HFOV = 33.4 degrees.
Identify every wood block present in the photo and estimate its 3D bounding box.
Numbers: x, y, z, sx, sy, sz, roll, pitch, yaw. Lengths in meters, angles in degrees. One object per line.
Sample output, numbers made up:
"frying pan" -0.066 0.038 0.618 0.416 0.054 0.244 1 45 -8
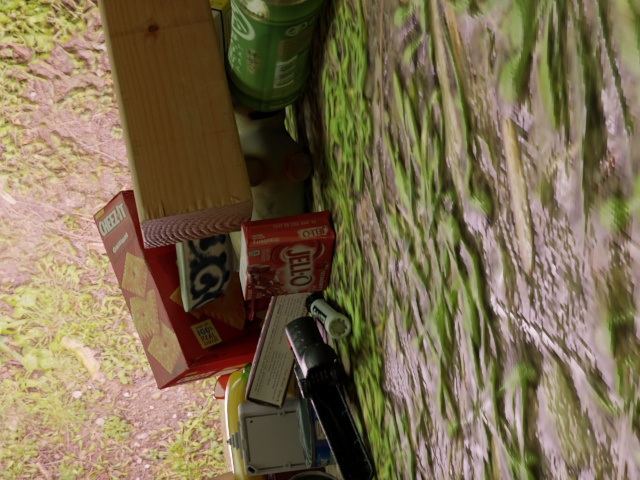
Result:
"wood block" -0.121 -0.109 0.878 0.090 0.090 0.206 114 145 -74

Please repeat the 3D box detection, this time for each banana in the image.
"banana" -0.075 0.216 1.097 0.069 0.037 0.198 -128 32 -81

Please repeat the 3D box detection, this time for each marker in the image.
"marker" 0.005 0.061 0.882 0.121 0.020 0.020 -147 51 -79

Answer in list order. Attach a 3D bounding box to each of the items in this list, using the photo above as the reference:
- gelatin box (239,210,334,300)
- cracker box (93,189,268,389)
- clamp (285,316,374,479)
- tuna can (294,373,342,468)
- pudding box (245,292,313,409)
"gelatin box" -0.028 0.014 0.887 0.089 0.073 0.030 99 162 -58
"cracker box" -0.139 0.045 1.196 0.072 0.163 0.214 -35 71 39
"clamp" -0.002 0.101 0.836 0.171 0.039 0.120 -123 20 -59
"tuna can" 0.000 0.154 0.932 0.086 0.033 0.086 173 90 -81
"pudding box" -0.038 0.094 0.989 0.090 0.039 0.113 131 153 -86
